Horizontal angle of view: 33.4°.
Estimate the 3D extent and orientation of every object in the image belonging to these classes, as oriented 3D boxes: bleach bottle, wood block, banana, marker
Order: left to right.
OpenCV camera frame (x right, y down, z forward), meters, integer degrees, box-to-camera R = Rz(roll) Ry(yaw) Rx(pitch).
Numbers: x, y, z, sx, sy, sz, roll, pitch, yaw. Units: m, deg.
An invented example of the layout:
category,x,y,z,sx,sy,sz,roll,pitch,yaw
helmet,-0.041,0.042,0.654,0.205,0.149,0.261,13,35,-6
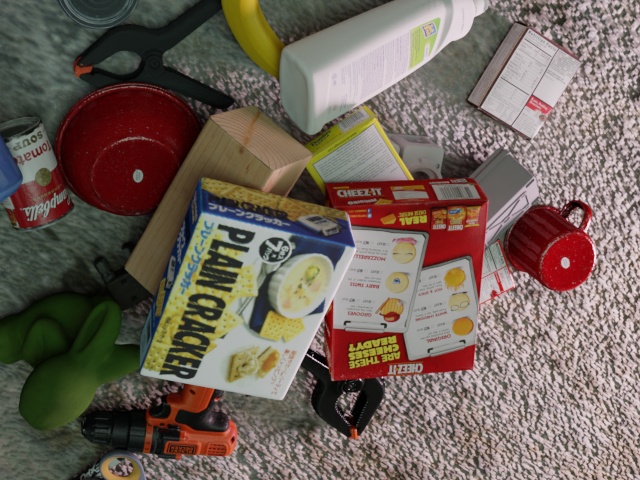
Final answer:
category,x,y,z,sx,sy,sz,roll,pitch,yaw
marker,-0.271,0.279,1.283,0.121,0.020,0.020,-36,117,-1
wood block,-0.110,-0.030,1.125,0.090,0.090,0.206,40,118,12
banana,-0.063,-0.226,1.107,0.198,0.070,0.037,72,36,-58
bleach bottle,0.076,-0.210,1.159,0.250,0.068,0.102,-28,149,-21

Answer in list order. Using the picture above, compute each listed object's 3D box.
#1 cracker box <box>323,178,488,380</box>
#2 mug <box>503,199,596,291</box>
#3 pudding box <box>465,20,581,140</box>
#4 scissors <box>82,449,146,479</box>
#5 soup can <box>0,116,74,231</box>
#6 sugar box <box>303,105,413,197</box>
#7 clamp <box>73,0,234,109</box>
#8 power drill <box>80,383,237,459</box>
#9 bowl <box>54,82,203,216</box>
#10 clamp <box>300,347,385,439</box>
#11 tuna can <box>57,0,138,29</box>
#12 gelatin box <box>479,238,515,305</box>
category,x,y,z,sx,sy,sz,roll,pitch,yaw
cracker box,0.087,0.041,1.155,0.164,0.072,0.214,-3,118,-7
mug,0.294,0.003,1.317,0.093,0.081,0.117,33,98,-26
pudding box,0.238,-0.186,1.250,0.090,0.039,0.113,27,99,-24
scissors,-0.200,0.300,1.304,0.201,0.016,0.096,10,114,-28
soup can,-0.304,-0.070,1.107,0.068,0.068,0.102,-19,115,-10
sugar box,0.059,-0.050,1.172,0.093,0.048,0.176,-33,120,3
clamp,-0.170,-0.199,1.115,0.171,0.039,0.120,-1,105,-18
power drill,-0.175,0.176,1.226,0.184,0.057,0.188,6,131,-14
bowl,-0.197,-0.082,1.125,0.162,0.055,0.162,-8,126,-11
clamp,0.042,0.160,1.299,0.164,0.036,0.210,-19,130,-6
tuna can,-0.225,-0.257,1.076,0.086,0.034,0.086,-6,113,-15
gelatin box,0.191,0.042,1.330,0.089,0.030,0.073,-27,115,-6
